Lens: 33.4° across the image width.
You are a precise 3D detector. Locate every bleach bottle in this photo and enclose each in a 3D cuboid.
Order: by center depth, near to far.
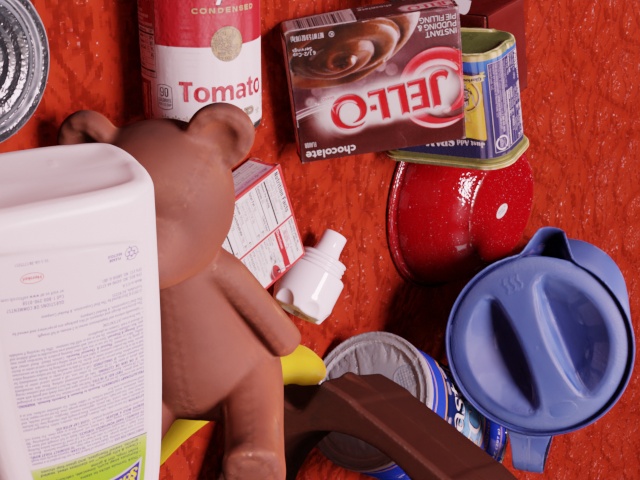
[{"bbox_3d":[-0.126,0.084,0.504,0.102,0.068,0.251,-12,121,-27],"label":"bleach bottle"}]

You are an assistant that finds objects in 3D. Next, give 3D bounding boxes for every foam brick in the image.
[{"bbox_3d":[0.120,-0.145,0.808,0.051,0.053,0.078,-36,131,-36],"label":"foam brick"}]

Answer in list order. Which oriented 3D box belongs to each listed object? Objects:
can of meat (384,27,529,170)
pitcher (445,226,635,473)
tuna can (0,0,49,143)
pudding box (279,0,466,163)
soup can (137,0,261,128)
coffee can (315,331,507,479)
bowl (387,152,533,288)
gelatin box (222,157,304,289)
[{"bbox_3d":[0.091,-0.102,0.751,0.057,0.102,0.084,-42,131,-44],"label":"can of meat"},{"bbox_3d":[0.188,0.073,0.867,0.149,0.145,0.242,-42,172,18],"label":"pitcher"},{"bbox_3d":[-0.171,-0.085,0.500,0.085,0.034,0.086,-22,120,-44],"label":"tuna can"},{"bbox_3d":[0.035,-0.104,0.686,0.113,0.039,0.090,-8,118,0],"label":"pudding box"},{"bbox_3d":[-0.066,-0.114,0.587,0.068,0.069,0.102,-22,121,-44],"label":"soup can"},{"bbox_3d":[0.069,0.138,0.820,0.140,0.103,0.103,33,78,-51],"label":"coffee can"},{"bbox_3d":[0.124,-0.032,0.855,0.161,0.055,0.162,-22,121,-43],"label":"bowl"},{"bbox_3d":[-0.054,0.001,0.677,0.089,0.030,0.073,-42,131,-32],"label":"gelatin box"}]
